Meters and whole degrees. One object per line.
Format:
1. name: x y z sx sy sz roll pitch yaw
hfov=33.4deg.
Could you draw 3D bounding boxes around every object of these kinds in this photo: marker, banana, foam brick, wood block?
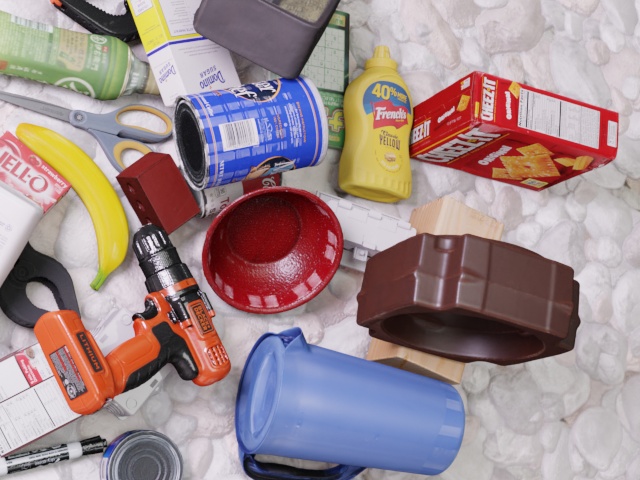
1. marker: -0.280 0.222 1.102 0.120 0.020 0.020 -9 84 -26
2. banana: -0.256 -0.048 1.153 0.069 0.037 0.198 -27 92 -27
3. foam brick: -0.178 -0.051 1.171 0.051 0.053 0.078 -37 113 -25
4. wood block: 0.138 0.063 1.287 0.090 0.091 0.206 25 71 -18

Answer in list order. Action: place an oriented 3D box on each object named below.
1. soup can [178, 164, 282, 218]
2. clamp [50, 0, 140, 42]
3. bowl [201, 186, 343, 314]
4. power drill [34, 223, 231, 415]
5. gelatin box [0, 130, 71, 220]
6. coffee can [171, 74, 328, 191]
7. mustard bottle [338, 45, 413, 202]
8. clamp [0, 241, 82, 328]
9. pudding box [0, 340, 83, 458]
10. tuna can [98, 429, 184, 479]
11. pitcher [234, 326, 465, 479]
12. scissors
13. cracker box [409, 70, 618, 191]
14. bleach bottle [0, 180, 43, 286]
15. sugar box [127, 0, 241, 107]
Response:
1. soup can: -0.103 -0.072 1.212 0.102 0.069 0.068 -22 90 -26
2. clamp: -0.202 -0.278 1.222 0.209 0.036 0.164 7 76 -28
3. bowl: -0.058 0.001 1.202 0.162 0.055 0.162 -7 120 -12
4. power drill: -0.191 0.082 1.082 0.187 0.057 0.184 -21 81 -46
5. gelatin box: -0.316 -0.059 1.102 0.089 0.030 0.073 42 60 -7
6. coffee can: -0.076 -0.117 1.143 0.140 0.103 0.103 -14 87 -23
7. mustard bottle: 0.071 -0.148 1.312 0.096 0.058 0.191 13 74 -34
8. clamp: -0.324 0.039 1.105 0.120 0.039 0.171 -40 93 -23
9. pudding box: -0.290 0.153 1.075 0.113 0.039 0.090 -27 94 5
10. tuna can: -0.189 0.244 1.132 0.086 0.034 0.086 5 78 -24
11. pitcher: 0.030 0.199 1.193 0.242 0.149 0.145 15 62 -21
12. scissors: -0.259 -0.115 1.177 0.201 0.016 0.096 0 81 -25
13. cracker box: 0.234 -0.129 1.327 0.213 0.164 0.072 11 74 -23
14. bleach bottle: -0.377 0.051 1.037 0.102 0.068 0.251 33 89 -7
15. sugar box: -0.158 -0.239 1.183 0.093 0.048 0.176 -20 94 -49
